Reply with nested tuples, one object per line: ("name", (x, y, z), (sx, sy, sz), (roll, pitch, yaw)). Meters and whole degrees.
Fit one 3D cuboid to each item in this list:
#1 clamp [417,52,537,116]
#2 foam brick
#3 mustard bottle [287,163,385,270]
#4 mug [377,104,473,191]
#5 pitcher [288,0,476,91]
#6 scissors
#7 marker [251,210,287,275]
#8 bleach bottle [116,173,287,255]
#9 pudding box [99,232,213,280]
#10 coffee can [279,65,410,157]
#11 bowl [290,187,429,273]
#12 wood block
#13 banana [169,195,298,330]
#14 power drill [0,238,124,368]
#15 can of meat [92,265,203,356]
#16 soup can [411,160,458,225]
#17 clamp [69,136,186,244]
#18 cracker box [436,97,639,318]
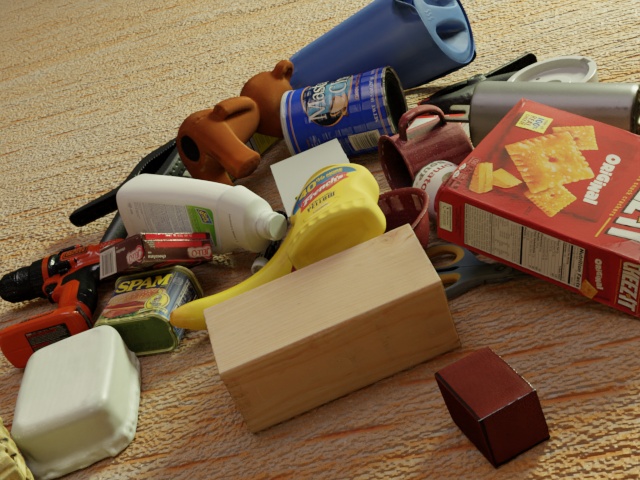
("clamp", (0.211, -0.199, 1.374), (0.172, 0.039, 0.120), (-15, 13, 18))
("foam brick", (0.135, 0.130, 0.843), (0.051, 0.053, 0.078), (-28, 29, -9))
("mustard bottle", (0.014, -0.032, 1.078), (0.096, 0.058, 0.191), (-34, 18, 13))
("mug", (0.119, -0.099, 1.190), (0.081, 0.117, 0.093), (-24, 35, -12))
("pitcher", (0.081, -0.246, 1.433), (0.243, 0.149, 0.144), (-23, 16, 35))
("scissors", (0.170, 0.022, 1.042), (0.202, 0.016, 0.096), (-14, 31, 16))
("marker", (-0.058, 0.002, 1.242), (0.020, 0.020, 0.121), (-12, 30, 19))
("bleach bottle", (-0.133, -0.021, 1.251), (0.251, 0.102, 0.068), (9, 38, 43))
("pudding box", (-0.189, 0.018, 1.214), (0.089, 0.039, 0.114), (0, -10, -37))
("coffee can", (0.032, -0.156, 1.360), (0.140, 0.103, 0.102), (-11, 30, 20))
("bowl", (0.051, 0.014, 1.081), (0.162, 0.055, 0.162), (-30, 19, 11))
("wood block", (0.010, 0.080, 0.969), (0.206, 0.090, 0.091), (-23, 39, 0))
("banana", (-0.069, 0.040, 1.136), (0.197, 0.069, 0.037), (-44, 2, -15))
("power drill", (-0.320, 0.072, 1.271), (0.184, 0.057, 0.187), (-17, 29, 11))
("can of meat", (-0.189, 0.080, 1.164), (0.102, 0.057, 0.084), (-10, 33, 22))
("soup can", (0.147, -0.040, 1.113), (0.068, 0.068, 0.102), (-31, 28, -14))
("clamp", (-0.251, -0.065, 1.430), (0.210, 0.036, 0.165), (-48, 34, -8))
("cracker box", (0.238, -0.038, 0.976), (0.214, 0.072, 0.164), (23, 50, 30))
